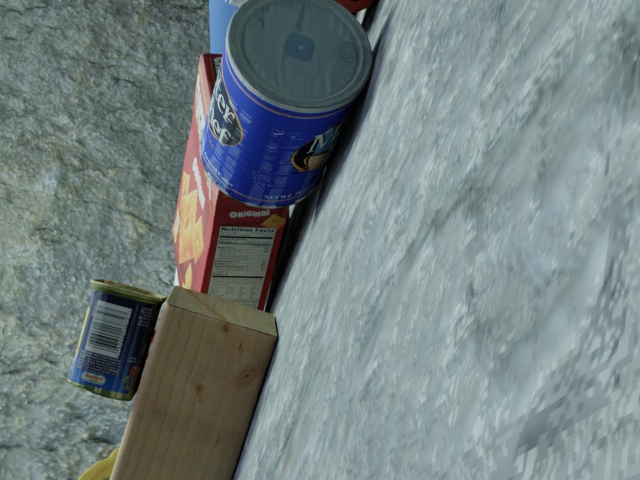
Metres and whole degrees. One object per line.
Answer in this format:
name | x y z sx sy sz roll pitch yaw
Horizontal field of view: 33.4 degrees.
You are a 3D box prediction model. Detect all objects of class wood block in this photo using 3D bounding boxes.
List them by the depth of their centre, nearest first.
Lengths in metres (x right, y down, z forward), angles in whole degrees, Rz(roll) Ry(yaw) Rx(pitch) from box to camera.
wood block | -0.108 0.152 0.851 0.091 0.090 0.206 -115 43 -83

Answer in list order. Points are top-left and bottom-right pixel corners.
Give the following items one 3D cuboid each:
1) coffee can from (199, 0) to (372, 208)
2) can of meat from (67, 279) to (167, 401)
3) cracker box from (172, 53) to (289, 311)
coffee can | -0.030 -0.101 0.789 0.140 0.102 0.102 117 169 -59
can of meat | -0.163 0.078 0.853 0.102 0.057 0.084 156 129 -84
cracker box | -0.085 -0.036 0.969 0.164 0.072 0.214 -105 22 -44
